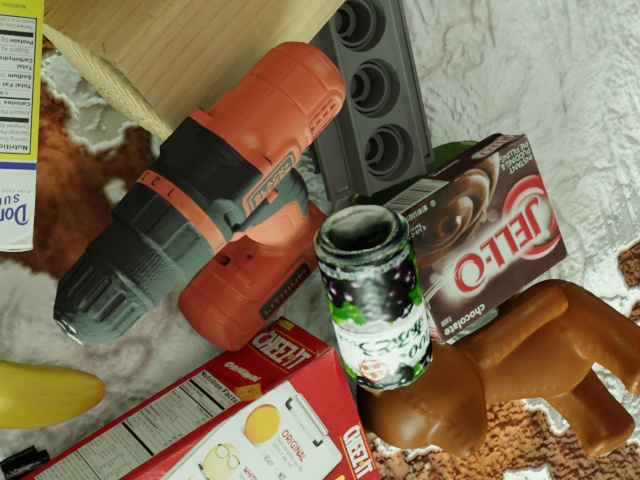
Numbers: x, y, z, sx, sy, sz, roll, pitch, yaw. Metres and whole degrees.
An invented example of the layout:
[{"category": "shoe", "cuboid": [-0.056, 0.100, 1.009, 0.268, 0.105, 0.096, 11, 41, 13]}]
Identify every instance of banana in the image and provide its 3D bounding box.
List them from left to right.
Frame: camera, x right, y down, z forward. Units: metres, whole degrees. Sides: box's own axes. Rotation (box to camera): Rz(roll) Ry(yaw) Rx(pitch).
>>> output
[{"category": "banana", "cuboid": [-0.185, 0.061, 0.562, 0.069, 0.037, 0.197, -46, 140, -10]}]

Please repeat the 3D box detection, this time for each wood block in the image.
[{"category": "wood block", "cuboid": [-0.044, -0.157, 0.578, 0.206, 0.091, 0.090, -50, 142, -9]}]

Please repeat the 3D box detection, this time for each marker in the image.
[{"category": "marker", "cuboid": [-0.212, 0.146, 0.606, 0.121, 0.020, 0.020, -20, 109, -25]}]

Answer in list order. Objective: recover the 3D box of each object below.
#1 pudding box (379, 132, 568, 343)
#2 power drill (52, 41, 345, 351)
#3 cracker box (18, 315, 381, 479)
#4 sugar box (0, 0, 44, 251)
[{"category": "pudding box", "cuboid": [0.094, -0.004, 0.669, 0.113, 0.039, 0.090, -31, 111, -19]}, {"category": "power drill", "cuboid": [-0.054, 0.001, 0.577, 0.057, 0.187, 0.184, 40, 77, 14]}, {"category": "cracker box", "cuboid": [-0.071, 0.171, 0.654, 0.213, 0.072, 0.164, -31, 122, -22]}, {"category": "sugar box", "cuboid": [-0.171, -0.088, 0.537, 0.048, 0.093, 0.176, -3, 103, -29]}]
